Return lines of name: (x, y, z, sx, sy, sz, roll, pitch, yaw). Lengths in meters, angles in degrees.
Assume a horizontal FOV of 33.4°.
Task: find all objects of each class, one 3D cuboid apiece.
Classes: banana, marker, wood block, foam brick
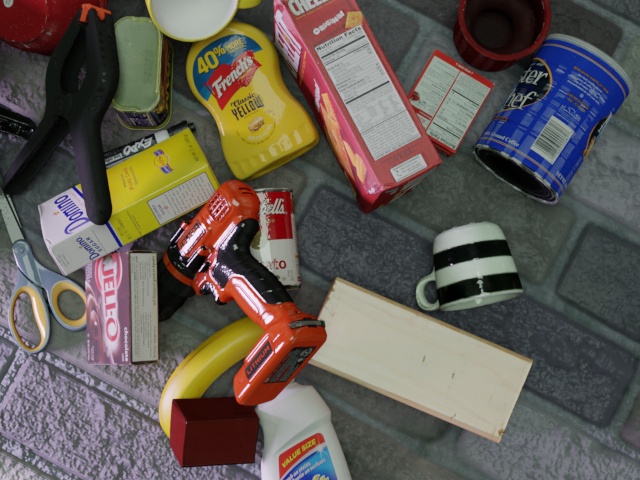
banana: (-0.102, 0.130, 1.090, 0.198, 0.037, 0.069, -47, 118, -1)
marker: (-0.187, -0.097, 1.110, 0.121, 0.020, 0.020, -22, 87, -3)
wood block: (0.092, 0.117, 1.066, 0.206, 0.091, 0.090, 23, 86, 0)
foam brick: (-0.106, 0.189, 1.056, 0.078, 0.053, 0.051, 2, 107, -22)

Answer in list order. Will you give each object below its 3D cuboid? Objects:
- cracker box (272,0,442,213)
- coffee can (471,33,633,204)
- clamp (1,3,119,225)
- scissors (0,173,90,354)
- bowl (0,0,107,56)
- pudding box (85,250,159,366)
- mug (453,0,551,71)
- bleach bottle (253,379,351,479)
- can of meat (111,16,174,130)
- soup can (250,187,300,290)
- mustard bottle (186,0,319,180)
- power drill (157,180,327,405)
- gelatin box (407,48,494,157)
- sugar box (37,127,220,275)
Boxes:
cracker box: (0.028, -0.140, 1.047, 0.072, 0.164, 0.214, -28, 87, -6)
coffee can: (0.234, -0.122, 1.081, 0.103, 0.103, 0.140, 34, 86, 1)
clamp: (-0.234, -0.121, 1.035, 0.165, 0.036, 0.210, 25, 100, 38)
scissors: (-0.287, 0.015, 1.102, 0.096, 0.016, 0.202, -5, 86, -3)
bowl: (-0.295, -0.248, 1.055, 0.162, 0.055, 0.162, 12, 126, 18)
pudding box: (-0.198, 0.067, 1.062, 0.039, 0.090, 0.113, -2, 87, -39)
mug: (0.190, -0.230, 1.098, 0.093, 0.081, 0.117, 44, 86, 2)
bleach bottle: (-0.019, 0.250, 1.068, 0.102, 0.068, 0.251, -16, 84, -4)
can of meat: (-0.183, -0.169, 1.084, 0.057, 0.084, 0.102, 2, 85, -2)
soup can: (-0.057, 0.001, 1.082, 0.068, 0.068, 0.102, -5, 87, -2)
mustard bottle: (-0.084, -0.165, 1.098, 0.096, 0.058, 0.191, -28, 86, 12)
power drill: (-0.090, 0.064, 1.026, 0.185, 0.057, 0.188, -51, 61, 27)
gelatin box: (0.128, -0.143, 1.117, 0.073, 0.030, 0.089, 30, 86, 0)
sugar box: (-0.193, -0.041, 1.068, 0.176, 0.093, 0.048, -26, 125, -5)
